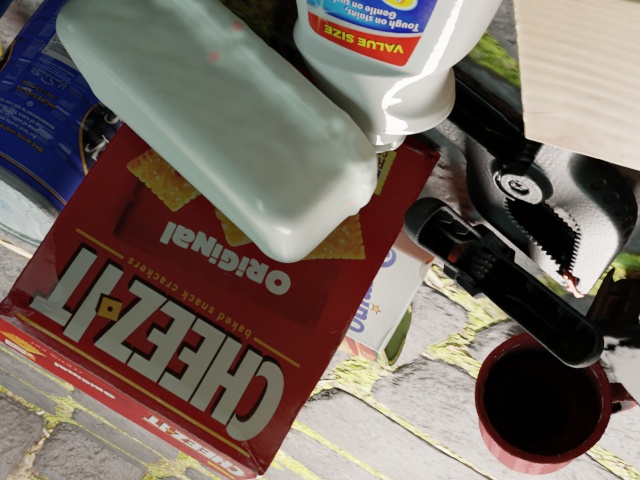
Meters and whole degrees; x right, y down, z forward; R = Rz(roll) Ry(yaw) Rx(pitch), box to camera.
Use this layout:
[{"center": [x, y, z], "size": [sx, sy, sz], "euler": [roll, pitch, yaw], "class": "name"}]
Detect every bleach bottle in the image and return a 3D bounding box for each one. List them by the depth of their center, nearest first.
[{"center": [0.037, -0.113, 0.403], "size": [0.103, 0.068, 0.251], "euler": [30, 153, 15], "class": "bleach bottle"}]

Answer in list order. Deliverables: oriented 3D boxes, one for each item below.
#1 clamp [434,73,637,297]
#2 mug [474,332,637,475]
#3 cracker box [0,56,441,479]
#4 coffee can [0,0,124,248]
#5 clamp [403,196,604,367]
[{"center": [0.112, -0.042, 0.532], "size": [0.165, 0.036, 0.209], "euler": [9, 147, 46], "class": "clamp"}, {"center": [0.167, 0.119, 0.763], "size": [0.117, 0.093, 0.081], "euler": [-10, 157, 2], "class": "mug"}, {"center": [-0.054, 0.001, 0.596], "size": [0.164, 0.213, 0.072], "euler": [32, 159, -4], "class": "cracker box"}, {"center": [-0.161, -0.077, 0.661], "size": [0.103, 0.140, 0.103], "euler": [26, 158, 11], "class": "coffee can"}, {"center": [0.096, 0.019, 0.592], "size": [0.120, 0.039, 0.171], "euler": [45, -173, 2], "class": "clamp"}]
